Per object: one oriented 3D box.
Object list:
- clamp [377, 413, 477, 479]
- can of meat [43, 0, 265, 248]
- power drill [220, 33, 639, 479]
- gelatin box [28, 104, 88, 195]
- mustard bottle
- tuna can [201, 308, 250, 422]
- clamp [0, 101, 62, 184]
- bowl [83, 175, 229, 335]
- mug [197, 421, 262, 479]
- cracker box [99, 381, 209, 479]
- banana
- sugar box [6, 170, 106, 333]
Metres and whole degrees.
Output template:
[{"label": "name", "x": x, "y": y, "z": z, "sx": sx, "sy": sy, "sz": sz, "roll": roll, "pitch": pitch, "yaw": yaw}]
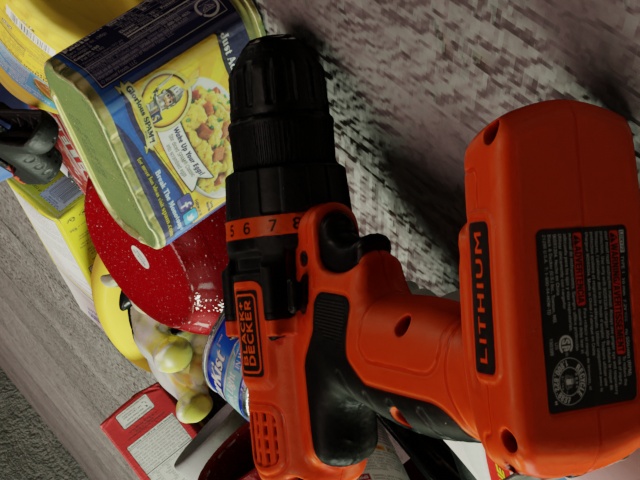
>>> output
[{"label": "clamp", "x": 0.089, "y": 0.137, "z": 0.518, "sx": 0.171, "sy": 0.039, "sz": 0.120, "roll": 53, "pitch": 171, "yaw": -1}, {"label": "can of meat", "x": -0.065, "y": -0.057, "z": 0.477, "sx": 0.058, "sy": 0.083, "sz": 0.102, "roll": 33, "pitch": 151, "yaw": 42}, {"label": "power drill", "x": 0.025, "y": 0.004, "z": 0.372, "sx": 0.188, "sy": 0.057, "sz": 0.184, "roll": -8, "pitch": 89, "yaw": 60}, {"label": "gelatin box", "x": -0.161, "y": -0.065, "z": 0.740, "sx": 0.073, "sy": 0.030, "sz": 0.089, "roll": 14, "pitch": 137, "yaw": 59}, {"label": "mustard bottle", "x": -0.151, "y": -0.116, "z": 0.599, "sx": 0.096, "sy": 0.058, "sz": 0.192, "roll": 43, "pitch": 161, "yaw": -11}, {"label": "tuna can", "x": -0.017, "y": 0.054, "z": 0.549, "sx": 0.034, "sy": 0.086, "sz": 0.086, "roll": 37, "pitch": 154, "yaw": 32}, {"label": "clamp", "x": -0.230, "y": -0.081, "z": 0.693, "sx": 0.164, "sy": 0.036, "sz": 0.210, "roll": 29, "pitch": 171, "yaw": 0}, {"label": "bowl", "x": -0.082, "y": -0.004, "z": 0.594, "sx": 0.162, "sy": 0.055, "sz": 0.162, "roll": 32, "pitch": 142, "yaw": 30}, {"label": "mug", "x": -0.037, "y": 0.184, "z": 0.760, "sx": 0.081, "sy": 0.117, "sz": 0.093, "roll": 53, "pitch": 171, "yaw": -12}, {"label": "cracker box", "x": -0.101, "y": 0.225, "z": 0.975, "sx": 0.214, "sy": 0.072, "sz": 0.164, "roll": 51, "pitch": 174, "yaw": 2}, {"label": "banana", "x": -0.154, "y": 0.055, "z": 0.890, "sx": 0.198, "sy": 0.069, "sz": 0.037, "roll": 74, "pitch": -170, "yaw": -46}, {"label": "sugar box", "x": -0.204, "y": 0.012, "z": 0.934, "sx": 0.093, "sy": 0.048, "sz": 0.176, "roll": 34, "pitch": 156, "yaw": 39}]
